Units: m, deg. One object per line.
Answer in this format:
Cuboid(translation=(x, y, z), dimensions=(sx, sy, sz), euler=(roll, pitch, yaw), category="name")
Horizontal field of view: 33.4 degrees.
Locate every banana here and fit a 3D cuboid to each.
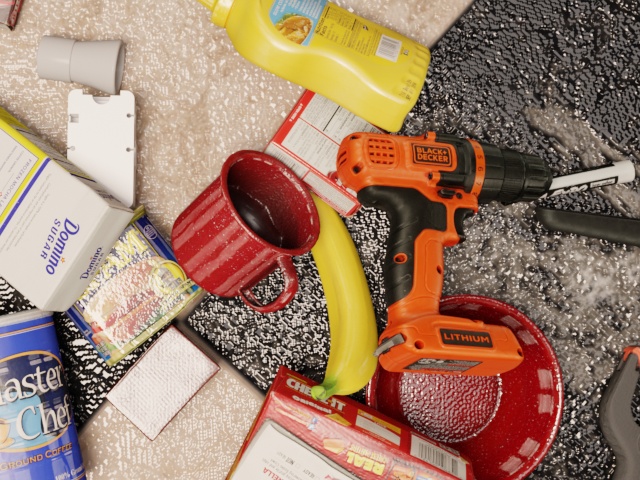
Cuboid(translation=(0.014, 0.042, 0.834), dimensions=(0.037, 0.069, 0.198), euler=(-23, 52, 21), category="banana")

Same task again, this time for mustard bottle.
Cuboid(translation=(-0.010, -0.159, 0.843), dimensions=(0.191, 0.058, 0.096), euler=(25, 42, -5), category="mustard bottle")

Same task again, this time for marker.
Cuboid(translation=(0.205, -0.048, 0.900), dimensions=(0.121, 0.020, 0.020), euler=(-11, 90, -7), category="marker")

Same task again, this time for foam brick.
Cuboid(translation=(-0.124, 0.110, 0.837), dimensions=(0.053, 0.051, 0.078), euler=(44, 83, -3), category="foam brick")

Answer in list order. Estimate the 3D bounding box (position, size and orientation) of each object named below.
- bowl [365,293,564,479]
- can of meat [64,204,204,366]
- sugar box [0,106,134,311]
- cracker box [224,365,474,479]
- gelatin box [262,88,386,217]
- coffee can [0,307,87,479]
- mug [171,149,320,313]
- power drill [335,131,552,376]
Cuboid(translation=(0.111, 0.124, 0.864), dimensions=(0.162, 0.055, 0.162), euler=(0, 88, -7), category="bowl")
Cuboid(translation=(-0.153, 0.036, 0.833), dimensions=(0.102, 0.057, 0.084), euler=(-39, 95, -7), category="can of meat")
Cuboid(translation=(-0.231, -0.034, 0.792), dimensions=(0.176, 0.048, 0.093), euler=(37, 97, 17), category="sugar box")
Cuboid(translation=(-0.004, 0.226, 0.807), dimensions=(0.164, 0.072, 0.214), euler=(25, 104, 0), category="cracker box")
Cuboid(translation=(0.008, -0.073, 0.858), dimensions=(0.089, 0.030, 0.073), euler=(35, 59, -6), category="gelatin box")
Cuboid(translation=(-0.237, 0.127, 0.796), dimensions=(0.102, 0.103, 0.140), euler=(-12, 90, -8), category="coffee can")
Cuboid(translation=(-0.055, 0.001, 0.816), dimensions=(0.093, 0.082, 0.117), euler=(-11, 67, -50), category="mug")
Cuboid(translation=(0.105, 0.008, 0.818), dimensions=(0.184, 0.057, 0.187), euler=(4, 67, -19), category="power drill")
